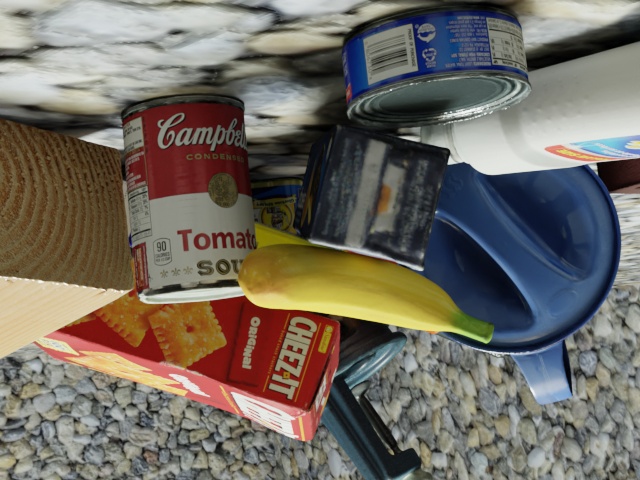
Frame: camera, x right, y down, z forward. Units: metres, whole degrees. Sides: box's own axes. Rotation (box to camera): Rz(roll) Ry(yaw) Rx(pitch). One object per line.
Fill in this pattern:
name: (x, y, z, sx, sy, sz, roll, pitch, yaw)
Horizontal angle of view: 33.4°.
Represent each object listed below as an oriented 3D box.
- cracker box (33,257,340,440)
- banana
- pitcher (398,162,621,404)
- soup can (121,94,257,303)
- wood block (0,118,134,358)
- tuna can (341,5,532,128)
cracker box: (-0.097, 0.072, 0.751, 0.214, 0.072, 0.164, 18, 165, 6)
banana: (0.016, 0.025, 0.582, 0.070, 0.037, 0.197, 9, 178, 45)
pitcher: (0.140, 0.007, 0.745, 0.145, 0.149, 0.242, 28, -171, 12)
soup can: (-0.070, -0.020, 0.578, 0.068, 0.102, 0.068, -6, 172, -1)
wood block: (-0.210, 0.016, 0.622, 0.207, 0.090, 0.090, -25, 155, 38)
tuna can: (0.053, -0.079, 0.497, 0.086, 0.034, 0.086, -6, 173, -1)
